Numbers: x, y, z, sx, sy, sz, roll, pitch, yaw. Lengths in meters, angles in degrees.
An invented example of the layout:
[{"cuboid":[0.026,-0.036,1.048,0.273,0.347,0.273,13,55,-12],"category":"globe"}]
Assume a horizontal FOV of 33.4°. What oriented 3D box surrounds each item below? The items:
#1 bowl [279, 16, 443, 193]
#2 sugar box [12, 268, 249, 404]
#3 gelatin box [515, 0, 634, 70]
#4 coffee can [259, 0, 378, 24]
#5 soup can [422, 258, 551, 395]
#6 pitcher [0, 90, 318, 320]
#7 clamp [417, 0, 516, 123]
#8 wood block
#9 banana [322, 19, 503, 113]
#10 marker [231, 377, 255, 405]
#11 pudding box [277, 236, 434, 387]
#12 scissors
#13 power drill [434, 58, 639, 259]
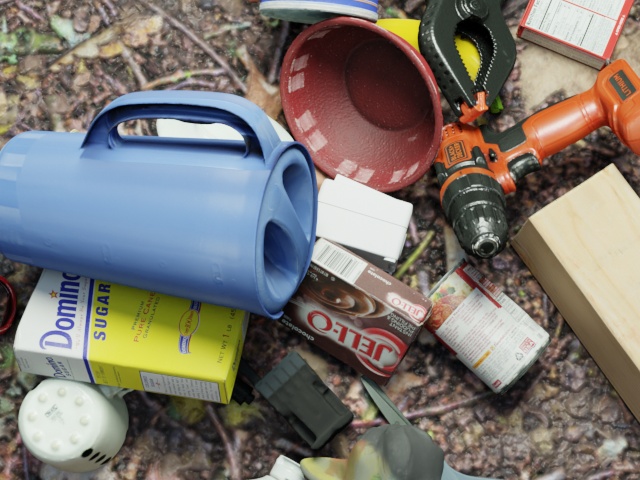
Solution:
[{"cuboid":[0.045,-0.125,0.931,0.162,0.162,0.055,39,44,9],"category":"bowl"},{"cuboid":[-0.151,0.072,0.869,0.176,0.048,0.093,8,52,5],"category":"sugar box"},{"cuboid":[0.236,-0.209,0.987,0.089,0.030,0.073,23,80,6],"category":"gelatin box"},{"cuboid":[0.004,-0.261,0.915,0.103,0.103,0.140,5,95,2],"category":"coffee can"},{"cuboid":[0.136,0.073,0.908,0.102,0.068,0.068,43,82,9],"category":"soup can"},{"cuboid":[-0.131,-0.030,0.823,0.243,0.145,0.149,8,82,17],"category":"pitcher"},{"cuboid":[0.118,-0.206,0.944,0.164,0.036,0.210,13,66,-19],"category":"clamp"},{"cuboid":[0.263,0.052,0.898,0.090,0.091,0.206,-33,78,-7],"category":"wood block"},{"cuboid":[0.077,-0.170,0.978,0.198,0.037,0.069,12,76,4],"category":"banana"},{"cuboid":[-0.107,0.104,0.931,0.121,0.020,0.020,36,81,8],"category":"marker"},{"cuboid":[0.028,0.061,0.901,0.113,0.090,0.039,32,44,9],"category":"pudding box"},{"cuboid":[0.117,0.190,0.909,0.096,0.016,0.202,-23,78,-5],"category":"scissors"},{"cuboid":[0.185,-0.069,0.876,0.188,0.184,0.057,-22,122,11],"category":"power drill"}]
